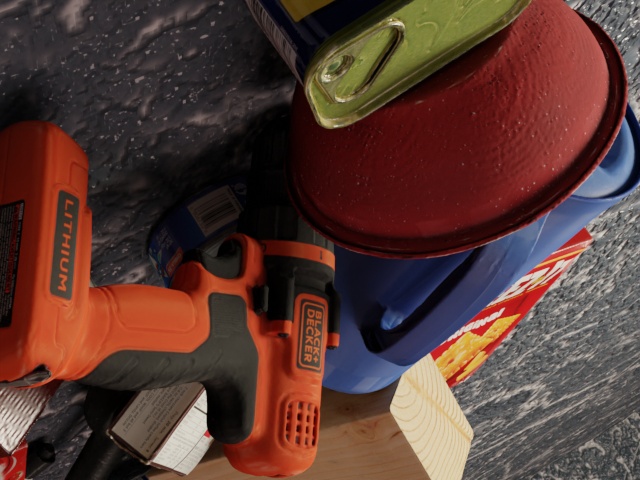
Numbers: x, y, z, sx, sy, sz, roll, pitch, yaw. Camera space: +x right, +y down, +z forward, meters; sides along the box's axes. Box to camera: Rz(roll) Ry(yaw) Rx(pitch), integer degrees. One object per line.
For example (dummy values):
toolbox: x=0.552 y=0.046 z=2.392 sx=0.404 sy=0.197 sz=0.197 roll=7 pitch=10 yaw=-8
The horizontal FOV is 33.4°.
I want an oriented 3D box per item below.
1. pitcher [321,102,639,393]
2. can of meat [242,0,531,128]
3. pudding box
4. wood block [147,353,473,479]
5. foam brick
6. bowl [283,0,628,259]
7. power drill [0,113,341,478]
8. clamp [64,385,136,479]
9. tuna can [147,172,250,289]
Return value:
pitcher: x=0.060 y=-0.003 z=0.618 sx=0.148 sy=0.145 sz=0.243 roll=-15 pitch=155 yaw=-40
can of meat: x=0.018 y=-0.107 z=0.412 sx=0.102 sy=0.084 sz=0.057 roll=-33 pitch=158 yaw=-1
pudding box: x=-0.078 y=0.093 z=0.684 sx=0.113 sy=0.039 sz=0.090 roll=-54 pitch=163 yaw=-10
wood block: x=-0.008 y=0.154 z=0.771 sx=0.206 sy=0.091 sz=0.090 roll=-21 pitch=-161 yaw=28
foam brick: x=-0.169 y=0.071 z=0.509 sx=0.078 sy=0.051 sz=0.053 roll=-19 pitch=-149 yaw=43
bowl: x=0.048 y=-0.071 z=0.468 sx=0.162 sy=0.162 sz=0.055 roll=-33 pitch=134 yaw=-2
power drill: x=-0.064 y=0.009 z=0.485 sx=0.057 sy=0.184 sz=0.187 roll=-13 pitch=158 yaw=42
clamp: x=-0.132 y=0.118 z=0.723 sx=0.120 sy=0.039 sz=0.171 roll=-46 pitch=161 yaw=-24
tuna can: x=-0.054 y=0.001 z=0.603 sx=0.086 sy=0.034 sz=0.086 roll=-28 pitch=158 yaw=-13
